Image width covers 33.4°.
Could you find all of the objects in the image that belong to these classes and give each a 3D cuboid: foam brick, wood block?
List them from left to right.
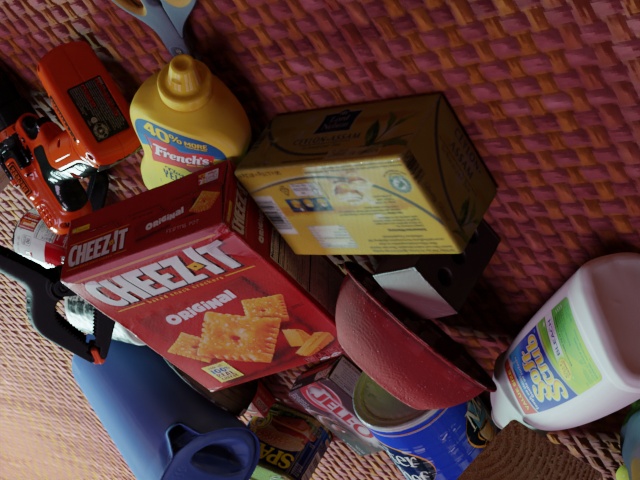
[{"bbox_3d":[0.088,0.014,0.807,0.053,0.078,0.051,47,149,-21],"label":"foam brick"},{"bbox_3d":[0.183,0.256,0.882,0.091,0.090,0.206,29,153,41],"label":"wood block"}]

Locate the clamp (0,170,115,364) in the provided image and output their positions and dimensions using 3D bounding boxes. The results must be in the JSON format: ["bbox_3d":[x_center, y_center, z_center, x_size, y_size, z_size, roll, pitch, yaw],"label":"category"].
[{"bbox_3d":[-0.255,0.032,1.083,0.210,0.164,0.036,64,177,-29],"label":"clamp"}]

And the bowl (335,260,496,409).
[{"bbox_3d":[0.066,0.088,0.875,0.162,0.055,0.162,39,-173,-6],"label":"bowl"}]

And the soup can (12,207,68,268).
[{"bbox_3d":[-0.274,0.006,1.154,0.102,0.068,0.068,16,146,29],"label":"soup can"}]

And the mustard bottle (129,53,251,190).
[{"bbox_3d":[-0.102,-0.085,0.846,0.096,0.058,0.192,23,155,9],"label":"mustard bottle"}]

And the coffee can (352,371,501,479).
[{"bbox_3d":[0.107,0.174,0.993,0.103,0.102,0.140,1,137,43],"label":"coffee can"}]

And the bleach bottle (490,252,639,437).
[{"bbox_3d":[0.190,0.105,0.826,0.251,0.068,0.102,113,144,-61],"label":"bleach bottle"}]

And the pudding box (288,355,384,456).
[{"bbox_3d":[0.033,0.177,1.131,0.113,0.039,0.090,40,149,-11],"label":"pudding box"}]

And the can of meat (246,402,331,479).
[{"bbox_3d":[-0.048,0.246,1.265,0.102,0.083,0.057,17,146,27],"label":"can of meat"}]

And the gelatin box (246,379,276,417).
[{"bbox_3d":[-0.107,0.174,1.272,0.089,0.030,0.073,4,138,42],"label":"gelatin box"}]

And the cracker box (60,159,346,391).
[{"bbox_3d":[-0.086,0.040,0.904,0.164,0.072,0.213,-19,140,25],"label":"cracker box"}]

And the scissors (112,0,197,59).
[{"bbox_3d":[-0.096,-0.155,0.802,0.096,0.016,0.201,-7,139,38],"label":"scissors"}]

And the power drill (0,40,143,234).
[{"bbox_3d":[-0.241,-0.106,0.948,0.184,0.057,0.188,57,146,-6],"label":"power drill"}]

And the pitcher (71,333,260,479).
[{"bbox_3d":[-0.184,0.202,1.227,0.243,0.144,0.149,42,119,39],"label":"pitcher"}]
